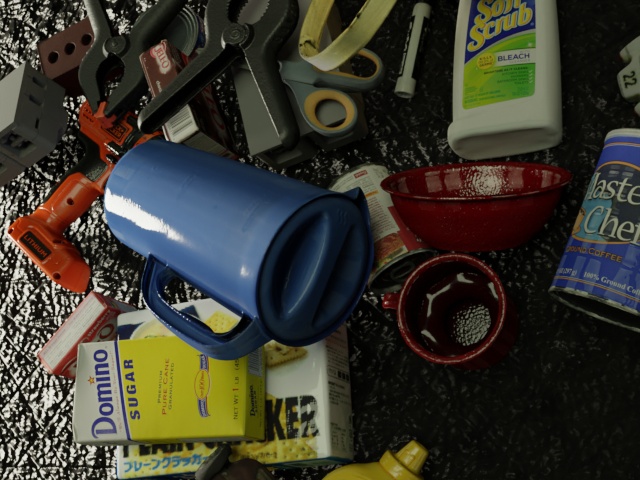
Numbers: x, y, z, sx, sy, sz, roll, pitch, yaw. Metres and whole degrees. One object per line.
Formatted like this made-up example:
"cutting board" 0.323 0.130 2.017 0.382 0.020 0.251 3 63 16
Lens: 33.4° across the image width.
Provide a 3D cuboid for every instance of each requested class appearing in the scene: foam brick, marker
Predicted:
"foam brick" -0.260 -0.200 1.168 0.078 0.051 0.053 -25 67 15
"marker" 0.093 -0.197 1.031 0.020 0.020 0.121 8 79 25

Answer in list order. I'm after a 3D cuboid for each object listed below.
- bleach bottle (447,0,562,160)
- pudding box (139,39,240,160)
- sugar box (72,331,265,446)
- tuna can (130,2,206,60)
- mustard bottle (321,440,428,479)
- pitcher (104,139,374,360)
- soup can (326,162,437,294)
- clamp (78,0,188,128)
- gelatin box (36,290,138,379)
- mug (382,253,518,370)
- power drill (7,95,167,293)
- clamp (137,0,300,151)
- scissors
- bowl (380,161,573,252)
"bleach bottle" 0.165 -0.204 0.979 0.103 0.068 0.251 -7 70 21
"pudding box" -0.130 -0.134 1.071 0.039 0.090 0.113 -26 67 17
"sugar box" -0.136 0.133 0.945 0.176 0.048 0.093 -7 72 21
"tuna can" -0.160 -0.210 1.137 0.086 0.033 0.086 -7 73 22
"mustard bottle" 0.027 0.250 0.910 0.096 0.058 0.191 39 93 26
"pitcher" -0.088 -0.002 0.931 0.243 0.148 0.145 23 111 41
"soup can" 0.053 -0.011 0.968 0.068 0.068 0.102 -33 64 12
"clamp" -0.196 -0.200 1.103 0.120 0.039 0.171 -5 73 17
"gelatin box" -0.225 0.098 1.055 0.030 0.073 0.089 42 94 28
"mug" 0.110 0.064 0.913 0.117 0.081 0.093 6 78 25
"power drill" -0.223 -0.041 1.105 0.185 0.057 0.187 37 89 32
"clamp" -0.065 -0.178 0.995 0.165 0.036 0.210 16 77 24
"scissors" -0.036 -0.142 1.004 0.202 0.016 0.096 1 74 24
"bowl" 0.132 -0.028 0.909 0.162 0.161 0.055 2 105 24
